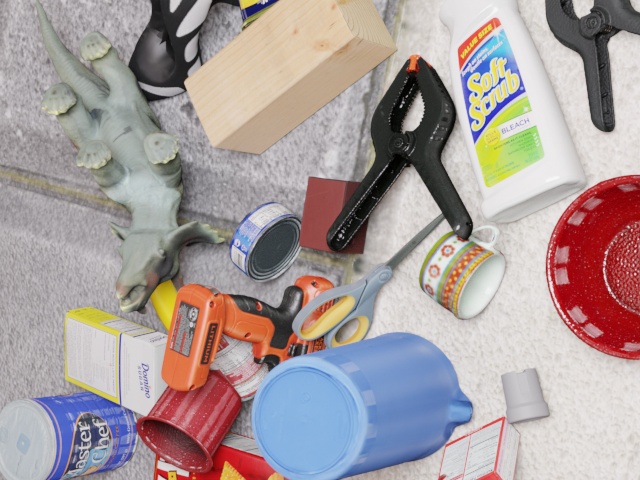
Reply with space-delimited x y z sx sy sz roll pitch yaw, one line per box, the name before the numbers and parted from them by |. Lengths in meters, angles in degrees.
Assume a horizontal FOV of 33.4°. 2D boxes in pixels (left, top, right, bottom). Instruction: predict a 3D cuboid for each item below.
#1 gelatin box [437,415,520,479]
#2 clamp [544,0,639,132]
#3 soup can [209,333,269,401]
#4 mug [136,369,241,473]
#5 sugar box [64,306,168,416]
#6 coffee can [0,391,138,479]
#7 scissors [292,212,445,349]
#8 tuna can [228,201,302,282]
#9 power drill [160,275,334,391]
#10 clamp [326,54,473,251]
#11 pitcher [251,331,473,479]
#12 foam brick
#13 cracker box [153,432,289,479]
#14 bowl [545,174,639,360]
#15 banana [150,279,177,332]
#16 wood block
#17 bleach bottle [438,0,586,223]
gelatin box | 0.149 0.216 1.010 0.073 0.089 0.030 -34 105 29
clamp | 0.266 -0.198 0.973 0.120 0.039 0.171 -34 70 30
soup can | -0.101 0.117 1.162 0.069 0.068 0.102 -12 126 33
mug | -0.142 0.193 1.152 0.093 0.081 0.117 40 143 -9
sugar box | -0.239 0.144 1.282 0.177 0.048 0.093 14 107 38
coffee can | -0.304 0.236 1.283 0.103 0.140 0.103 -1 87 34
scissors | 0.064 0.050 1.106 0.201 0.096 0.016 -33 45 -2
tuna can | -0.058 0.001 1.158 0.034 0.086 0.086 38 109 30
power drill | -0.071 0.120 1.104 0.057 0.187 0.184 12 92 46
clamp | 0.094 -0.085 1.052 0.165 0.036 0.210 3 72 40
pitcher | 0.025 0.155 0.997 0.149 0.242 0.145 -39 73 17
foam brick | 0.016 -0.026 1.128 0.051 0.052 0.078 11 95 34
cracker box | -0.092 0.305 1.178 0.214 0.072 0.164 8 92 35
bowl | 0.285 0.024 0.943 0.162 0.055 0.162 -1 87 34
banana | -0.159 0.078 1.256 0.069 0.037 0.198 -43 66 -5
wood block | -0.035 -0.187 1.147 0.206 0.090 0.090 -35 70 28
bleach bottle | 0.166 -0.150 1.027 0.103 0.068 0.251 -27 71 30
